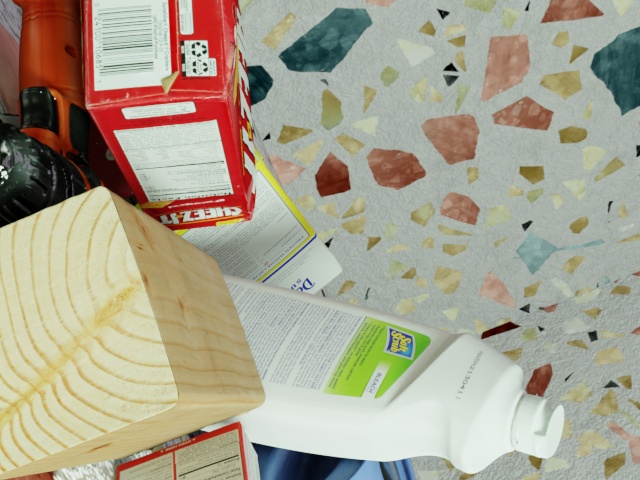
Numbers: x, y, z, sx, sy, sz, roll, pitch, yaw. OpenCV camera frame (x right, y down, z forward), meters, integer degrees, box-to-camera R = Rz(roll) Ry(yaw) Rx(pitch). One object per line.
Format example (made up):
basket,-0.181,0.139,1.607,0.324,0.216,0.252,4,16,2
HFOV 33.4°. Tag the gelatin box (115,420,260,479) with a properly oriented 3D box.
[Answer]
gelatin box,-0.066,0.140,0.545,0.089,0.073,0.030,-108,176,-61

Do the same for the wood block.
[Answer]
wood block,-0.095,0.050,0.497,0.206,0.091,0.090,56,13,-80

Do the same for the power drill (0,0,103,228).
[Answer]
power drill,-0.139,-0.078,0.515,0.184,0.057,0.187,92,-7,-78

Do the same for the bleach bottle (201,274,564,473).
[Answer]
bleach bottle,0.011,0.084,0.612,0.102,0.251,0.068,-60,146,-31

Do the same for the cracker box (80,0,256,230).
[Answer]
cracker box,-0.077,-0.112,0.581,0.214,0.072,0.164,91,-5,-76

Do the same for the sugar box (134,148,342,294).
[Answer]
sugar box,-0.055,0.001,0.780,0.048,0.093,0.176,50,-3,31
